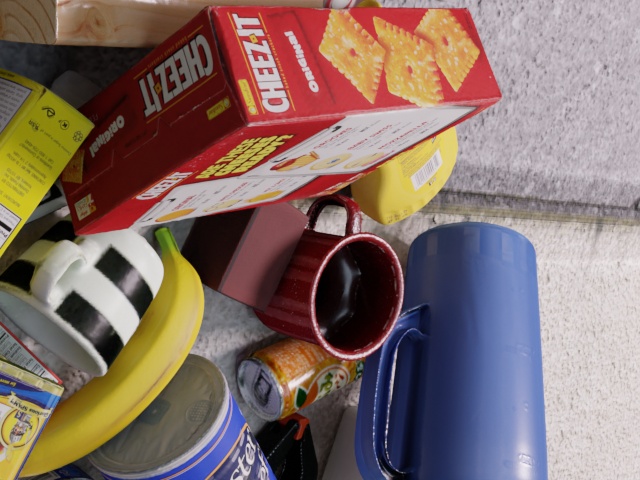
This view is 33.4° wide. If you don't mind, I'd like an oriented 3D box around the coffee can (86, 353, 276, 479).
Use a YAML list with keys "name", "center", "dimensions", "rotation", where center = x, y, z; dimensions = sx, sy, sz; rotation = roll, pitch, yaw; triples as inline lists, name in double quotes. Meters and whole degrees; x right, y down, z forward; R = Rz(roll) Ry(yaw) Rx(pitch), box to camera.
- name: "coffee can"
  center: [-0.090, 0.163, 0.743]
  dimensions: [0.102, 0.103, 0.140]
  rotation: [-42, 132, -25]

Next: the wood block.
- name: "wood block"
  center: [-0.093, -0.154, 0.593]
  dimensions: [0.205, 0.090, 0.091]
  rotation: [-12, 110, -52]

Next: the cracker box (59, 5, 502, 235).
- name: "cracker box"
  center: [-0.024, -0.073, 0.623]
  dimensions: [0.213, 0.164, 0.072]
  rotation: [-11, 79, -46]

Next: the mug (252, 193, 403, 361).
- name: "mug"
  center: [0.002, 0.023, 0.788]
  dimensions: [0.093, 0.082, 0.117]
  rotation: [3, 95, -42]

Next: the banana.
- name: "banana"
  center: [-0.134, 0.085, 0.696]
  dimensions: [0.197, 0.070, 0.037]
  rotation: [-54, 148, -16]

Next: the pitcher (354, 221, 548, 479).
- name: "pitcher"
  center: [0.110, 0.109, 0.850]
  dimensions: [0.149, 0.145, 0.243]
  rotation: [73, 20, -63]

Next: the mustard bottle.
- name: "mustard bottle"
  center: [0.051, -0.099, 0.775]
  dimensions: [0.096, 0.058, 0.191]
  rotation: [-44, 148, -16]

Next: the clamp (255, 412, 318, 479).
- name: "clamp"
  center: [-0.051, 0.221, 0.853]
  dimensions: [0.120, 0.039, 0.171]
  rotation: [0, 100, -50]

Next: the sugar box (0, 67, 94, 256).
- name: "sugar box"
  center: [-0.204, -0.010, 0.565]
  dimensions: [0.048, 0.093, 0.176]
  rotation: [40, 78, -44]

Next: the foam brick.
- name: "foam brick"
  center: [-0.055, 0.001, 0.748]
  dimensions: [0.051, 0.053, 0.078]
  rotation: [28, 87, -47]

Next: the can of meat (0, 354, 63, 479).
- name: "can of meat"
  center: [-0.204, 0.100, 0.592]
  dimensions: [0.102, 0.058, 0.084]
  rotation: [36, 76, -46]
